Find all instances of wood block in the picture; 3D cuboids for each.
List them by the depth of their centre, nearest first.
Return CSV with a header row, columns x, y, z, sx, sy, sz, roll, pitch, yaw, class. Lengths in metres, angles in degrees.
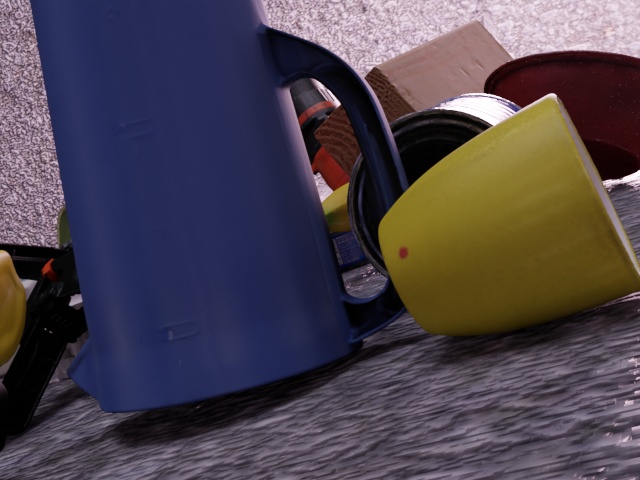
x,y,z,sx,sy,sz,roll,pitch,yaw,class
0.098,-0.116,0.943,0.091,0.090,0.205,-46,-7,37,wood block

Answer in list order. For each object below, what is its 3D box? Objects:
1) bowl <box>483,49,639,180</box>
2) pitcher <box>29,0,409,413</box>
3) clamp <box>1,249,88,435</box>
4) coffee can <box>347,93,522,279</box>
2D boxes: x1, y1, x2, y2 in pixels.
x,y,z,sx,sy,sz,roll,pitch,yaw,class
0.203,-0.087,0.820,0.162,0.055,0.162,10,-15,2,bowl
-0.058,-0.047,0.524,0.149,0.243,0.145,-13,1,-32,pitcher
-0.170,0.055,0.681,0.120,0.039,0.172,-46,18,-7,clamp
0.082,-0.032,0.633,0.103,0.103,0.140,-17,5,19,coffee can
